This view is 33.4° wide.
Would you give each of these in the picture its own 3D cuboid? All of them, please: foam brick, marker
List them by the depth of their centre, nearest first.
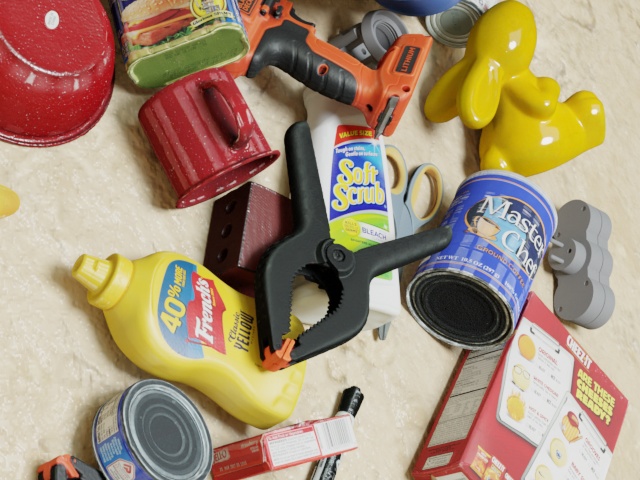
[{"bbox_3d":[-0.056,0.001,0.856,0.051,0.053,0.078,25,58,-32],"label":"foam brick"},{"bbox_3d":[0.011,0.170,0.869,0.020,0.020,0.121,40,51,-22],"label":"marker"}]

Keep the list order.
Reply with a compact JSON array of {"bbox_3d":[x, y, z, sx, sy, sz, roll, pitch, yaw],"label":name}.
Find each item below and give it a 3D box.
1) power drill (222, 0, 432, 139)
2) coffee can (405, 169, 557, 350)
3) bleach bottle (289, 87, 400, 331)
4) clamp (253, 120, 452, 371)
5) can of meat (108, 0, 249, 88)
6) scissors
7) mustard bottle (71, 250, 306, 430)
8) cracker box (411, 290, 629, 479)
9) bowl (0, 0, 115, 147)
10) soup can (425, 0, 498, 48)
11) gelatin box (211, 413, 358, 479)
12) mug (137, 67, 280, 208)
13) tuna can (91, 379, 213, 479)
[{"bbox_3d":[-0.001,-0.177,0.930,0.187,0.057,0.184,22,49,-1],"label":"power drill"},{"bbox_3d":[0.152,0.017,0.995,0.102,0.103,0.140,46,49,-18],"label":"coffee can"},{"bbox_3d":[0.013,-0.051,0.932,0.102,0.068,0.251,13,62,-32],"label":"bleach bottle"},{"bbox_3d":[0.016,0.020,0.832,0.164,0.036,0.209,29,54,-11],"label":"clamp"},{"bbox_3d":[-0.112,-0.175,0.836,0.057,0.102,0.084,57,15,-69],"label":"can of meat"},{"bbox_3d":[0.062,-0.011,0.989,0.096,0.016,0.201,44,50,-17],"label":"scissors"},{"bbox_3d":[-0.098,0.061,0.790,0.191,0.058,0.096,32,47,-27],"label":"mustard bottle"},{"bbox_3d":[0.189,0.181,0.984,0.164,0.072,0.213,47,48,-17],"label":"cracker box"},{"bbox_3d":[-0.210,-0.152,0.782,0.161,0.055,0.162,16,64,-36],"label":"bowl"},{"bbox_3d":[0.156,-0.261,1.134,0.068,0.069,0.102,40,52,-22],"label":"soup can"},{"bbox_3d":[-0.029,0.156,0.803,0.089,0.073,0.030,-5,75,-41],"label":"gelatin box"},{"bbox_3d":[-0.086,-0.085,0.824,0.093,0.117,0.081,-26,86,-28],"label":"mug"},{"bbox_3d":[-0.115,0.140,0.742,0.086,0.034,0.086,38,32,-30],"label":"tuna can"}]
